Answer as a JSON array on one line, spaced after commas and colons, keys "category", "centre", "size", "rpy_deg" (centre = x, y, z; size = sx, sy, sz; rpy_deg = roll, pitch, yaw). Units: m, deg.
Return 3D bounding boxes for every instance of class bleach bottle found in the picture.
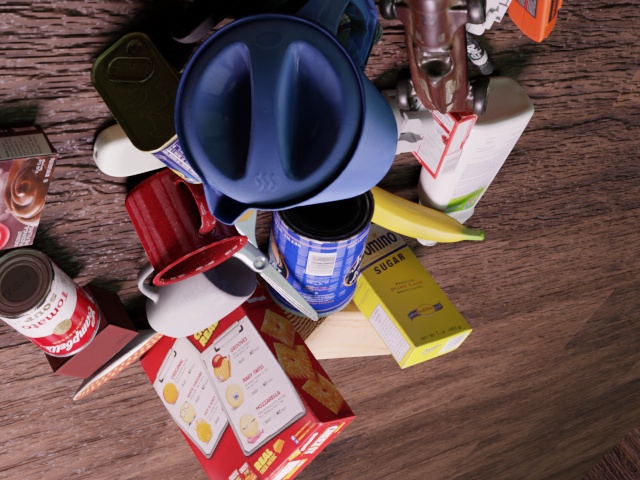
[{"category": "bleach bottle", "centre": [0.153, -0.076, 1.222], "size": [0.102, 0.068, 0.251], "rpy_deg": [-16, 150, -26]}]

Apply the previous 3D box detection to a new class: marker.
[{"category": "marker", "centre": [0.152, -0.196, 1.073], "size": [0.020, 0.020, 0.121], "rpy_deg": [-41, 152, 10]}]

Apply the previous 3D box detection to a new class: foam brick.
[{"category": "foam brick", "centre": [-0.231, 0.092, 1.058], "size": [0.078, 0.051, 0.053], "rpy_deg": [-41, 154, 10]}]

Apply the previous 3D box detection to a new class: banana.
[{"category": "banana", "centre": [0.088, -0.036, 1.188], "size": [0.197, 0.037, 0.070], "rpy_deg": [18, 155, -26]}]

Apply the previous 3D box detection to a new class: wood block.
[{"category": "wood block", "centre": [0.026, 0.082, 1.295], "size": [0.205, 0.091, 0.090], "rpy_deg": [4, 134, -52]}]

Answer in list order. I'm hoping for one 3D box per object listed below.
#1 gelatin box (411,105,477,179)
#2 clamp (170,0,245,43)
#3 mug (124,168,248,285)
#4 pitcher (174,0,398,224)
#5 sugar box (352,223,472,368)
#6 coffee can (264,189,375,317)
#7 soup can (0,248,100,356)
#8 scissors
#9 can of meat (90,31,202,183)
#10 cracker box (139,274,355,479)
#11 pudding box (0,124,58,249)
[{"category": "gelatin box", "centre": [0.119, -0.119, 1.098], "size": [0.030, 0.073, 0.089], "rpy_deg": [-22, 149, -28]}, {"category": "clamp", "centre": [-0.039, -0.203, 0.765], "size": [0.171, 0.039, 0.120], "rpy_deg": [-14, 148, -22]}, {"category": "mug", "centre": [-0.120, -0.020, 0.944], "size": [0.093, 0.081, 0.117], "rpy_deg": [-22, 169, -24]}, {"category": "pitcher", "centre": [-0.004, -0.097, 0.821], "size": [0.149, 0.145, 0.242], "rpy_deg": [-18, 177, 13]}, {"category": "sugar box", "centre": [0.085, 0.057, 1.228], "size": [0.093, 0.176, 0.048], "rpy_deg": [-13, 147, -38]}, {"category": "coffee can", "centre": [-0.003, 0.002, 1.118], "size": [0.102, 0.103, 0.140], "rpy_deg": [-24, 150, -22]}, {"category": "soup can", "centre": [-0.250, 0.056, 0.963], "size": [0.068, 0.068, 0.102], "rpy_deg": [-34, 152, -4]}, {"category": "scissors", "centre": [-0.057, 0.001, 1.051], "size": [0.201, 0.016, 0.096], "rpy_deg": [29, 99, -27]}, {"category": "can of meat", "centre": [-0.119, -0.100, 0.827], "size": [0.057, 0.102, 0.083], "rpy_deg": [-39, 155, 5]}, {"category": "cracker box", "centre": [-0.083, 0.159, 1.157], "size": [0.071, 0.214, 0.164], "rpy_deg": [2, 135, -52]}, {"category": "pudding box", "centre": [-0.262, -0.036, 0.831], "size": [0.089, 0.039, 0.114], "rpy_deg": [-13, 145, -37]}]
